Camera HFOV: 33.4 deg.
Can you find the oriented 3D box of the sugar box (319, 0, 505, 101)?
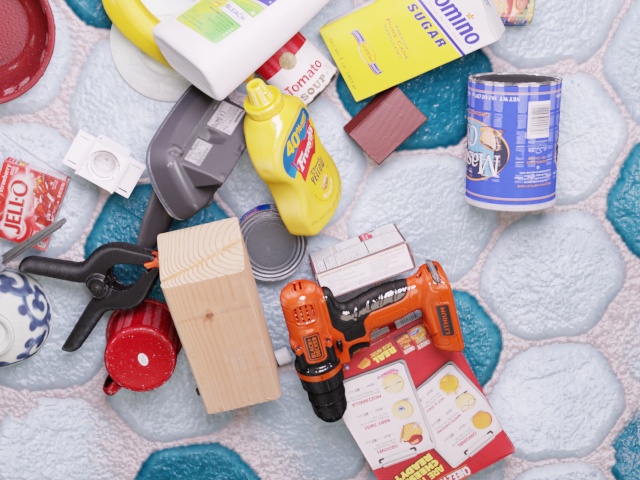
[{"bbox_3d":[0.097,-0.225,1.140,0.176,0.048,0.093,-20,108,30],"label":"sugar box"}]

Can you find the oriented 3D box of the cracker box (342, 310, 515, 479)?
[{"bbox_3d":[0.111,0.195,1.283,0.164,0.072,0.213,-29,107,4],"label":"cracker box"}]

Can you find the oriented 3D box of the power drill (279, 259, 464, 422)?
[{"bbox_3d":[0.060,0.108,1.179,0.187,0.057,0.184,-16,120,-2],"label":"power drill"}]

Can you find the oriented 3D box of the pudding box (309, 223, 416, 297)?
[{"bbox_3d":[0.046,0.024,1.219,0.113,0.090,0.039,-22,106,1],"label":"pudding box"}]

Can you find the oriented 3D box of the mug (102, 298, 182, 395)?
[{"bbox_3d":[-0.213,0.131,1.231,0.093,0.081,0.117,40,99,-14],"label":"mug"}]

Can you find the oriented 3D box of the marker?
[{"bbox_3d":[-0.093,0.160,1.282,0.121,0.020,0.020,-23,107,2],"label":"marker"}]

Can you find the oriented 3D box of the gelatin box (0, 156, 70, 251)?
[{"bbox_3d":[-0.330,-0.040,1.199,0.073,0.030,0.089,19,103,-10],"label":"gelatin box"}]

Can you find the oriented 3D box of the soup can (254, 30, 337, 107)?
[{"bbox_3d":[-0.039,-0.197,1.160,0.068,0.068,0.102,-44,106,8],"label":"soup can"}]

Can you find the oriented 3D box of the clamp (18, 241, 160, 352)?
[{"bbox_3d":[-0.254,0.042,1.195,0.172,0.039,0.120,-31,105,17],"label":"clamp"}]

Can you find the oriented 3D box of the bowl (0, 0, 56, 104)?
[{"bbox_3d":[-0.359,-0.226,1.130,0.162,0.055,0.162,-1,105,-5],"label":"bowl"}]

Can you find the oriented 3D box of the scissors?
[{"bbox_3d":[-0.367,0.044,1.175,0.202,0.096,0.016,-21,134,21],"label":"scissors"}]

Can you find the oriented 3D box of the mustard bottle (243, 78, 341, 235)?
[{"bbox_3d":[-0.035,-0.098,1.137,0.058,0.096,0.191,5,144,28],"label":"mustard bottle"}]

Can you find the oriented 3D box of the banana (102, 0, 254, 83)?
[{"bbox_3d":[-0.162,-0.219,1.128,0.197,0.037,0.070,40,132,-16],"label":"banana"}]

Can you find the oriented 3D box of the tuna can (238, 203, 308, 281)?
[{"bbox_3d":[-0.058,0.002,1.233,0.086,0.034,0.086,-1,106,-5],"label":"tuna can"}]

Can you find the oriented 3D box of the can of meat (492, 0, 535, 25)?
[{"bbox_3d":[0.187,-0.283,1.161,0.084,0.057,0.102,-1,107,-8],"label":"can of meat"}]

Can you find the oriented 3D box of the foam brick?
[{"bbox_3d":[0.072,-0.131,1.196,0.078,0.053,0.051,-43,105,8],"label":"foam brick"}]

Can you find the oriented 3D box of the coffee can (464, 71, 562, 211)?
[{"bbox_3d":[0.214,-0.112,1.188,0.102,0.103,0.140,-2,106,-5],"label":"coffee can"}]

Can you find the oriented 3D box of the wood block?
[{"bbox_3d":[-0.109,0.087,1.184,0.091,0.090,0.206,-12,132,-1],"label":"wood block"}]

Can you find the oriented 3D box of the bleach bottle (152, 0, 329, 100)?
[{"bbox_3d":[-0.045,-0.256,1.087,0.250,0.103,0.068,-44,147,-12],"label":"bleach bottle"}]
